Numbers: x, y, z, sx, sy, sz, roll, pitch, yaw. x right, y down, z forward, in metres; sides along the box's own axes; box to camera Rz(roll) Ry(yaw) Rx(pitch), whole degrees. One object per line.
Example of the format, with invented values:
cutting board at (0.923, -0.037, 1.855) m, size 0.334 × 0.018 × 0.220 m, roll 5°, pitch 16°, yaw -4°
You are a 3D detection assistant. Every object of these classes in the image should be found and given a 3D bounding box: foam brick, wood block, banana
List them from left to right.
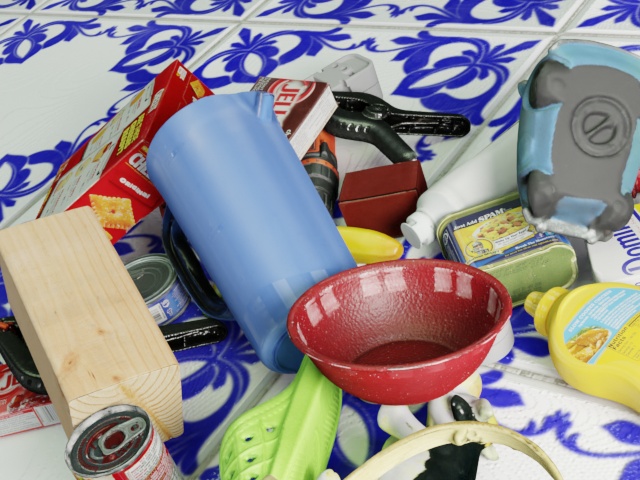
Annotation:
wood block at (-0.196, 0.075, 0.892) m, size 0.090 × 0.091 × 0.206 m, roll -18°, pitch 46°, yaw -22°
banana at (-0.021, 0.021, 1.016) m, size 0.198 × 0.037 × 0.069 m, roll -19°, pitch 54°, yaw 5°
foam brick at (0.063, -0.037, 1.032) m, size 0.078 × 0.053 × 0.051 m, roll -9°, pitch 37°, yaw 15°

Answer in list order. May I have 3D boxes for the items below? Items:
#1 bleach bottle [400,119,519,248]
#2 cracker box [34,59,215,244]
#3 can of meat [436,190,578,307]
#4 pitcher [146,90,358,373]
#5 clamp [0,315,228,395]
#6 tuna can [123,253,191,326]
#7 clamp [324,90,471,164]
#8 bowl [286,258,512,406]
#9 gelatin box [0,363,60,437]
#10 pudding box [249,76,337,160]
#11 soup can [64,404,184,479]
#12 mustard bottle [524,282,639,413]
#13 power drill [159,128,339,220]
bleach bottle at (0.181, -0.075, 0.988) m, size 0.250 × 0.068 × 0.103 m, roll -35°, pitch -4°, yaw -17°
cracker box at (-0.212, -0.071, 1.135) m, size 0.214 × 0.072 × 0.164 m, roll -35°, pitch 27°, yaw 30°
can of meat at (0.160, 0.010, 0.915) m, size 0.102 × 0.057 × 0.084 m, roll -19°, pitch 36°, yaw 3°
pitcher at (-0.056, 0.001, 0.942) m, size 0.145 × 0.149 × 0.243 m, roll -24°, pitch 57°, yaw -11°
clamp at (-0.197, 0.102, 0.958) m, size 0.210 × 0.036 × 0.164 m, roll 19°, pitch 45°, yaw 21°
tuna can at (-0.172, 0.052, 1.052) m, size 0.086 × 0.033 × 0.086 m, roll -14°, pitch 36°, yaw 10°
clamp at (0.059, -0.117, 1.114) m, size 0.172 × 0.039 × 0.120 m, roll 15°, pitch 29°, yaw 23°
bowl at (0.058, 0.072, 0.772) m, size 0.162 × 0.055 × 0.162 m, roll -7°, pitch 25°, yaw 3°
gelatin box at (-0.260, 0.138, 0.986) m, size 0.089 × 0.030 × 0.073 m, roll -14°, pitch 36°, yaw 9°
pudding box at (-0.047, -0.118, 1.100) m, size 0.090 × 0.039 × 0.113 m, roll 10°, pitch 56°, yaw 34°
soup can at (-0.139, 0.182, 0.801) m, size 0.068 × 0.102 × 0.068 m, roll -14°, pitch 36°, yaw 10°
mustard bottle at (0.227, 0.078, 0.787) m, size 0.096 × 0.058 × 0.192 m, roll -41°, pitch 39°, yaw -20°
power drill at (-0.071, -0.052, 1.121) m, size 0.188 × 0.057 × 0.184 m, roll -12°, pitch 32°, yaw 9°
